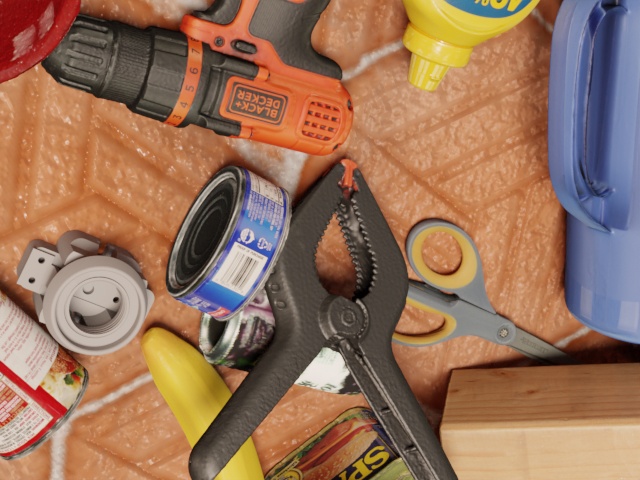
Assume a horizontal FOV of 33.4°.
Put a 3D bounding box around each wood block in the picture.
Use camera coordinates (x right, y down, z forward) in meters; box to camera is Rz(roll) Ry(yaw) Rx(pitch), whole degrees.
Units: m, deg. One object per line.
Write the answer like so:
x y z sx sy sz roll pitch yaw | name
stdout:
0.187 0.136 0.685 0.206 0.090 0.091 -4 107 14 | wood block

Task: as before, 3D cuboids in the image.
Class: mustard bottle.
0.089 -0.171 0.583 0.096 0.058 0.192 7 120 -27 | mustard bottle

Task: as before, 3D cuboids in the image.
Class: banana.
-0.064 0.145 0.660 0.069 0.037 0.198 -14 92 -61 | banana

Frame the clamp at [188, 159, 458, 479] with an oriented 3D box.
0.017 0.056 0.623 0.164 0.036 0.210 19 64 -22 | clamp

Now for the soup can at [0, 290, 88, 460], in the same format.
-0.188 0.064 0.590 0.068 0.069 0.102 -43 115 -4 | soup can

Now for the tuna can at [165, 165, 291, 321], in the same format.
-0.054 0.001 0.611 0.033 0.086 0.086 27 95 -24 | tuna can

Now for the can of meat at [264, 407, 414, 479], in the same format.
0.018 0.164 0.688 0.102 0.084 0.057 -36 114 -7 | can of meat

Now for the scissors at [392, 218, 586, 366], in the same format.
0.122 0.042 0.728 0.201 0.016 0.096 10 102 -23 | scissors

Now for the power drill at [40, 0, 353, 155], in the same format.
-0.047 -0.150 0.586 0.184 0.057 0.188 12 104 -27 | power drill
